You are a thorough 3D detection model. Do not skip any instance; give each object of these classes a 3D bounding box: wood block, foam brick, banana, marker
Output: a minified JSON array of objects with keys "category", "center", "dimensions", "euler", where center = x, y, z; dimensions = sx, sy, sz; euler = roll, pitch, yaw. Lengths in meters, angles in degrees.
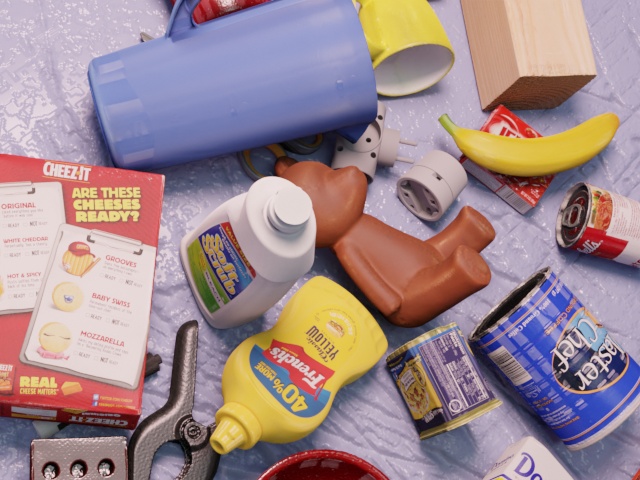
[{"category":"wood block","center":[0.205,-0.246,1.099],"dimensions":[0.090,0.091,0.206],"euler":[-4,75,-18]},{"category":"foam brick","center":[-0.200,0.190,0.880],"dimensions":[0.078,0.051,0.053],"euler":[-1,74,-16]},{"category":"banana","center":[0.216,-0.096,1.054],"dimensions":[0.197,0.037,0.069],"euler":[-1,75,-18]},{"category":"marker","center":[-0.189,0.132,0.917],"dimensions":[0.121,0.020,0.020],"euler":[-30,84,-21]}]

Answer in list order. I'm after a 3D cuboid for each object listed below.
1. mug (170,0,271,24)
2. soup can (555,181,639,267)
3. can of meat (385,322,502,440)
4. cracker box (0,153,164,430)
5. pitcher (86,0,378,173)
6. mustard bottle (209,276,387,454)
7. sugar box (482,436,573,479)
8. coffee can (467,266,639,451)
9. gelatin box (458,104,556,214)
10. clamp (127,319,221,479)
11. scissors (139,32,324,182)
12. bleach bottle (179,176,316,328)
[{"category":"mug","center":[-0.093,-0.240,1.020],"dimensions":[0.117,0.093,0.081],"euler":[-21,85,-41]},{"category":"soup can","center":[0.297,-0.013,1.070],"dimensions":[0.102,0.069,0.068],"euler":[15,71,-12]},{"category":"can of meat","center":[0.107,0.126,0.959],"dimensions":[0.057,0.102,0.084],"euler":[-23,80,-20]},{"category":"cracker box","center":[-0.223,0.043,0.895],"dimensions":[0.164,0.072,0.213],"euler":[7,66,-12]},{"category":"pitcher","center":[-0.080,-0.149,0.949],"dimensions":[0.242,0.145,0.149],"euler":[-16,71,-6]},{"category":"mustard bottle","center":[-0.028,0.117,0.917],"dimensions":[0.096,0.058,0.191],"euler":[47,50,2]},{"category":"sugar box","center":[0.167,0.261,0.938],"dimensions":[0.093,0.048,0.176],"euler":[48,51,2]},{"category":"coffee can","center":[0.222,0.110,0.994],"dimensions":[0.102,0.103,0.140],"euler":[-42,88,-22]},{"category":"gelatin box","center":[0.195,-0.083,1.081],"dimensions":[0.089,0.030,0.073],"euler":[38,68,-3]},{"category":"clamp","center":[-0.117,0.155,0.920],"dimensions":[0.120,0.039,0.171],"euler":[43,63,2]},{"category":"scissors","center":[-0.094,-0.120,1.018],"dimensions":[0.201,0.016,0.096],"euler":[23,70,-8]},{"category":"bleach bottle","center":[-0.056,0.001,0.867],"dimensions":[0.068,0.251,0.102],"euler":[-18,80,-20]}]
